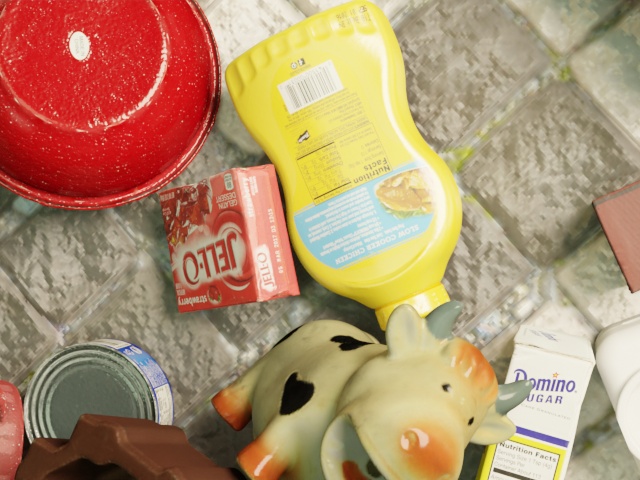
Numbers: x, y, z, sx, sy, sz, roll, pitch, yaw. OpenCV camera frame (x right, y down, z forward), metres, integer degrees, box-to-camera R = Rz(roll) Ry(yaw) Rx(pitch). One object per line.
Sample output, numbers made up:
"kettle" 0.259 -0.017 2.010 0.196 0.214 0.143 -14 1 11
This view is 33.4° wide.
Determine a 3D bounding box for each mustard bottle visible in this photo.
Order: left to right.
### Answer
"mustard bottle" 0.024 -0.027 0.588 0.096 0.058 0.191 -23 86 15

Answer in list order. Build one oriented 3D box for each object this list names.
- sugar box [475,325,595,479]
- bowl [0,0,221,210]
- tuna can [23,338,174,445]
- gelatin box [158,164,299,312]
"sugar box" 0.100 0.135 0.557 0.048 0.093 0.176 12 94 12
"bowl" -0.132 -0.100 0.593 0.162 0.055 0.162 1 83 -12
"tuna can" -0.132 0.102 0.643 0.086 0.033 0.086 0 92 14
"gelatin box" -0.054 0.001 0.600 0.089 0.030 0.073 -10 89 53
